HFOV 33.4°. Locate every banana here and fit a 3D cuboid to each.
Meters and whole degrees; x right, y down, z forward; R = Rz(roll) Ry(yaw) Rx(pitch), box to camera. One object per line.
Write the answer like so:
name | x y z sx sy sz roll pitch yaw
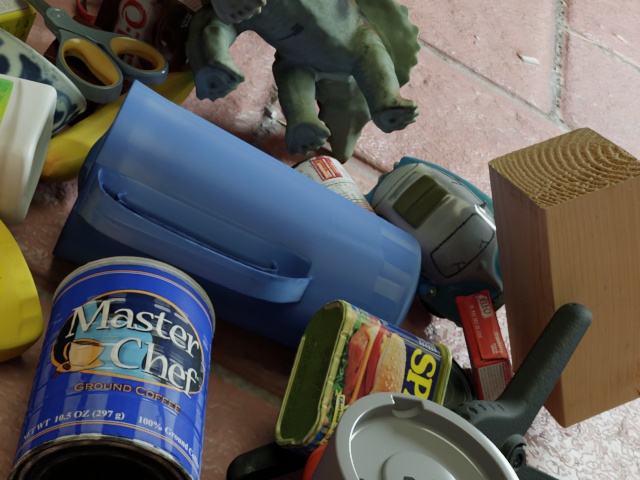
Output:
banana | -0.163 -0.090 0.834 0.037 0.070 0.197 45 48 0

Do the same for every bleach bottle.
bleach bottle | -0.304 -0.084 0.683 0.250 0.068 0.102 12 40 -9

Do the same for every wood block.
wood block | 0.199 0.030 0.834 0.090 0.206 0.090 -20 32 -11

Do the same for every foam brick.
foam brick | -0.199 -0.139 0.878 0.053 0.051 0.078 27 35 -10

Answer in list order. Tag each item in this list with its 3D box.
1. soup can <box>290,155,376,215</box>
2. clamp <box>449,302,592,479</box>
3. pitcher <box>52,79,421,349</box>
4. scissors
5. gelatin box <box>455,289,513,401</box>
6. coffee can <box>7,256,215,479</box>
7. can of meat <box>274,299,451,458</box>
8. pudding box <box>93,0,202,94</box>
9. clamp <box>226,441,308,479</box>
soup can | 0.011 -0.013 0.881 0.068 0.069 0.102 -3 48 -41
clamp | 0.127 0.154 0.745 0.209 0.164 0.036 -27 28 -36
pitcher | -0.055 0.001 0.745 0.242 0.145 0.149 25 56 -11
scissors | -0.190 -0.173 0.857 0.096 0.016 0.202 -7 44 -30
gelatin box | 0.132 0.095 0.834 0.030 0.089 0.073 -13 41 5
coffee can | -0.116 0.093 0.619 0.102 0.103 0.140 21 37 -18
can of meat | 0.027 0.098 0.673 0.083 0.058 0.102 27 64 -23
pudding box | -0.146 -0.174 0.910 0.090 0.114 0.039 35 35 4
clamp | 0.016 0.152 0.713 0.120 0.039 0.171 50 33 -2
